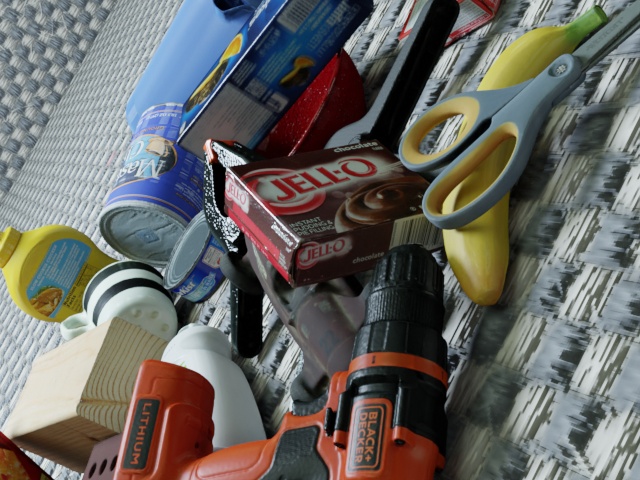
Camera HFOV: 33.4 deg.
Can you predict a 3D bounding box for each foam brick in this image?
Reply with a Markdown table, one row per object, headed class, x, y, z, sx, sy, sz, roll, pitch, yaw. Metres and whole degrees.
| class | x | y | z | sx | sy | sz | roll | pitch | yaw |
| --- | --- | --- | --- | --- | --- | --- | --- | --- | --- |
| foam brick | -0.150 | 0.188 | 0.842 | 0.078 | 0.051 | 0.053 | -30 | 37 | 51 |

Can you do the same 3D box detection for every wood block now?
| class | x | y | z | sx | sy | sz | roll | pitch | yaw |
| --- | --- | --- | --- | --- | --- | --- | --- | --- | --- |
| wood block | -0.198 | 0.144 | 0.951 | 0.207 | 0.090 | 0.090 | -25 | 41 | 55 |

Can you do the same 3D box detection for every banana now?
| class | x | y | z | sx | sy | sz | roll | pitch | yaw |
| --- | --- | --- | --- | --- | --- | --- | --- | --- | --- |
| banana | 0.104 | -0.052 | 0.613 | 0.070 | 0.037 | 0.197 | -14 | 49 | 61 |

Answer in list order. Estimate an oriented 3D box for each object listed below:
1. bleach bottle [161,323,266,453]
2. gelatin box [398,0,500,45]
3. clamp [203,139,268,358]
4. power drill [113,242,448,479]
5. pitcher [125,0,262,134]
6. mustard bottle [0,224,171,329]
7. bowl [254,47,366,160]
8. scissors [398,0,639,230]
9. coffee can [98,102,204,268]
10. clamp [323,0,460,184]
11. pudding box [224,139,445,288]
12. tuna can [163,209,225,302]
| class | x | y | z | sx | sy | sz | roll | pitch | yaw |
| --- | --- | --- | --- | --- | --- | --- | --- | --- | --- |
| bleach bottle | -0.084 | 0.126 | 0.765 | 0.103 | 0.068 | 0.251 | -53 | 20 | 16 |
| gelatin box | 0.104 | -0.185 | 0.794 | 0.089 | 0.030 | 0.073 | -23 | 40 | 56 |
| clamp | -0.055 | 0.001 | 0.814 | 0.120 | 0.039 | 0.171 | -49 | 51 | 29 |
| power drill | -0.020 | 0.094 | 0.579 | 0.188 | 0.057 | 0.184 | -11 | 54 | 32 |
| pitcher | -0.107 | -0.201 | 1.164 | 0.243 | 0.149 | 0.145 | -47 | 39 | 36 |
| mustard bottle | -0.251 | 0.039 | 1.059 | 0.096 | 0.191 | 0.058 | -62 | 22 | -6 |
| bowl | -0.010 | -0.093 | 0.889 | 0.162 | 0.055 | 0.162 | -47 | 25 | 29 |
| scissors | 0.118 | -0.092 | 0.594 | 0.202 | 0.016 | 0.096 | -50 | 40 | -2 |
| coffee can | -0.159 | -0.057 | 1.102 | 0.103 | 0.102 | 0.140 | -35 | 32 | 46 |
| clamp | 0.040 | -0.068 | 0.764 | 0.210 | 0.036 | 0.164 | -37 | 40 | 48 |
| pudding box | 0.010 | -0.019 | 0.647 | 0.090 | 0.113 | 0.039 | 46 | 137 | 43 |
| tuna can | -0.111 | 0.015 | 1.000 | 0.086 | 0.033 | 0.086 | -47 | 25 | 29 |
